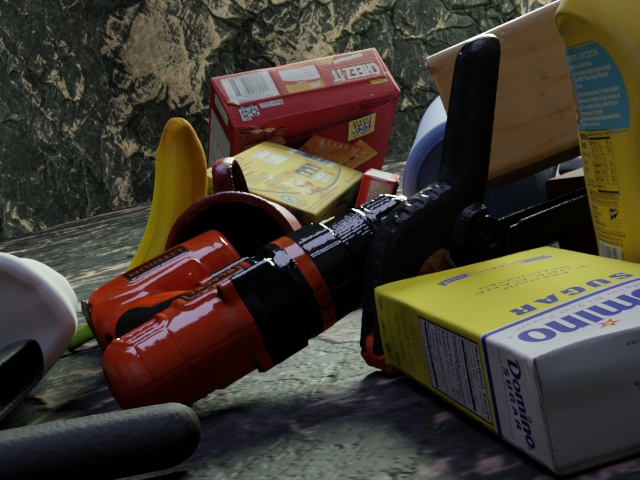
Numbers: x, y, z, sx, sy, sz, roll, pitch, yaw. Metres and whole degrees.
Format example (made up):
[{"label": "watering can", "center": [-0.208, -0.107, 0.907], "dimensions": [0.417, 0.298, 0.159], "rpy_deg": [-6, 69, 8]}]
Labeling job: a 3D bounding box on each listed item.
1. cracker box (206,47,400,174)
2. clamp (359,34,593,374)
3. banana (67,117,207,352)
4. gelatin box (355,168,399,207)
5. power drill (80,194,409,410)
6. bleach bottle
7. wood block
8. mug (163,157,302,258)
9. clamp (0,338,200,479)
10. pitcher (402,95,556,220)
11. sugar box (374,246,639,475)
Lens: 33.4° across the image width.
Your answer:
[{"label": "cracker box", "center": [-0.024, -0.074, 1.036], "dimensions": [0.164, 0.072, 0.214], "rpy_deg": [-14, -35, -18]}, {"label": "clamp", "center": [0.071, -0.014, 0.525], "dimensions": [0.171, 0.120, 0.039], "rpy_deg": [-45, 7, -16]}, {"label": "banana", "center": [-0.118, 0.001, 0.759], "dimensions": [0.037, 0.198, 0.069], "rpy_deg": [36, 23, 20]}, {"label": "gelatin box", "center": [0.044, -0.021, 0.900], "dimensions": [0.030, 0.073, 0.089], "rpy_deg": [14, 8, 4]}, {"label": "power drill", "center": [-0.048, 0.028, 0.592], "dimensions": [0.184, 0.057, 0.188], "rpy_deg": [-28, 9, -20]}, {"label": "bleach bottle", "center": [-0.190, 0.050, 0.671], "dimensions": [0.102, 0.068, 0.251], "rpy_deg": [-48, 7, -2]}, {"label": "wood block", "center": [0.185, -0.112, 0.675], "dimensions": [0.206, 0.090, 0.090], "rpy_deg": [-21, -5, 18]}, {"label": "mug", "center": [-0.055, 0.001, 0.733], "dimensions": [0.093, 0.117, 0.081], "rpy_deg": [-13, 1, 9]}, {"label": "clamp", "center": [-0.174, 0.093, 0.441], "dimensions": [0.209, 0.036, 0.165], "rpy_deg": [-18, 16, -28]}, {"label": "pitcher", "center": [0.126, -0.053, 0.879], "dimensions": [0.145, 0.149, 0.242], "rpy_deg": [4, 13, 10]}, {"label": "sugar box", "center": [0.091, 0.037, 0.419], "dimensions": [0.093, 0.048, 0.176], "rpy_deg": [-14, 5, -13]}]
